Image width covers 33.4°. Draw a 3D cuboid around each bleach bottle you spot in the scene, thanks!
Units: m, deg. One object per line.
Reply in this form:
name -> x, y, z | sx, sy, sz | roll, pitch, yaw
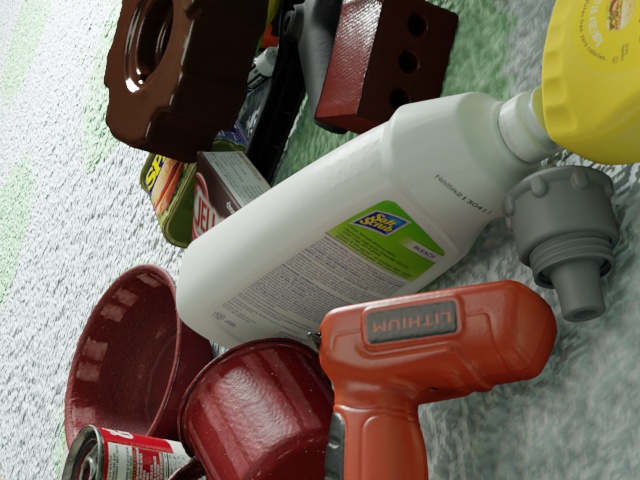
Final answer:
bleach bottle -> 0.030, -0.006, 0.550 | 0.251, 0.102, 0.068 | -30, 44, 45

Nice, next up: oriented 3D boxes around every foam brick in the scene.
foam brick -> 0.038, -0.100, 0.616 | 0.051, 0.052, 0.078 | 5, 81, 62

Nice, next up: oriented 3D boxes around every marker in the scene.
marker -> -0.065, -0.123, 0.852 | 0.121, 0.020, 0.020 | -26, 53, 55

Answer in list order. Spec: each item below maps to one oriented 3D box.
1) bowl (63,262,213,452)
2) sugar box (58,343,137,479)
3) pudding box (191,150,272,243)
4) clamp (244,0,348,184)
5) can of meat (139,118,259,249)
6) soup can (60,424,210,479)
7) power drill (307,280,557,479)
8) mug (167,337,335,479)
bowl -> -0.128, 0.101, 0.795 | 0.162, 0.055, 0.162 | -29, 50, 42
sugar box -> -0.178, 0.169, 0.876 | 0.094, 0.048, 0.176 | -30, 46, 53
pudding box -> -0.055, 0.001, 0.714 | 0.114, 0.039, 0.090 | -132, 42, -53
clamp -> -0.012, -0.135, 0.742 | 0.165, 0.036, 0.210 | 142, 139, -58
can of meat -> -0.094, -0.053, 0.830 | 0.102, 0.057, 0.084 | -61, 32, 23
soup can -> -0.109, 0.161, 0.689 | 0.069, 0.102, 0.068 | -38, 44, 48
power drill -> 0.055, 0.111, 0.426 | 0.185, 0.057, 0.187 | -10, 54, 28
mug -> -0.031, 0.118, 0.569 | 0.117, 0.093, 0.082 | -30, 37, -8
